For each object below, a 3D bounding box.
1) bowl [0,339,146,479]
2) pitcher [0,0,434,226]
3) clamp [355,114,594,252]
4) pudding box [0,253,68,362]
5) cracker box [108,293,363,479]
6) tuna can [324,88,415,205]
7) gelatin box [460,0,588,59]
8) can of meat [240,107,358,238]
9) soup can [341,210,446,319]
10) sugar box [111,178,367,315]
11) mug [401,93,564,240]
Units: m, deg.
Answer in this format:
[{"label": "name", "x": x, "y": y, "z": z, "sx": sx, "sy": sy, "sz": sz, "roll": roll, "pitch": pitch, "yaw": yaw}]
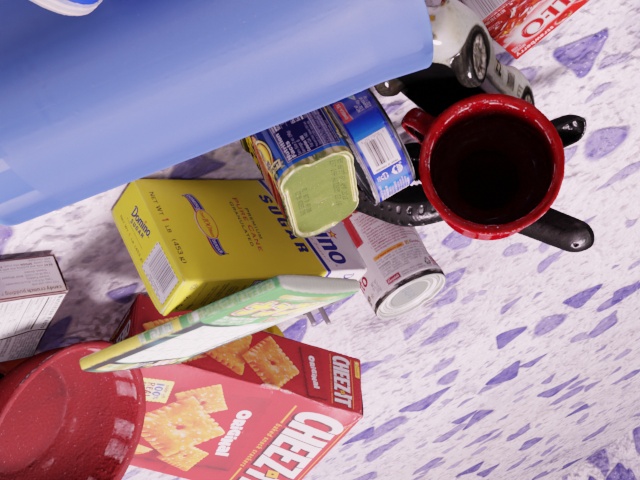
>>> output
[{"label": "bowl", "x": -0.207, "y": 0.143, "z": 0.806, "sx": 0.161, "sy": 0.055, "sz": 0.162, "roll": -33, "pitch": 133, "yaw": -45}, {"label": "pitcher", "x": -0.075, "y": -0.103, "z": 0.550, "sx": 0.243, "sy": 0.145, "sz": 0.149, "roll": -24, "pitch": 142, "yaw": -1}, {"label": "clamp", "x": 0.112, "y": -0.051, "z": 0.835, "sx": 0.210, "sy": 0.164, "sz": 0.036, "roll": 3, "pitch": 127, "yaw": 18}, {"label": "pudding box", "x": -0.245, "y": 0.053, "z": 0.751, "sx": 0.113, "sy": 0.039, "sz": 0.090, "roll": -9, "pitch": 148, "yaw": -40}, {"label": "cracker box", "x": -0.094, "y": 0.146, "z": 0.940, "sx": 0.213, "sy": 0.072, "sz": 0.164, "roll": 20, "pitch": 133, "yaw": -21}, {"label": "tuna can", "x": 0.032, "y": -0.070, "z": 0.749, "sx": 0.033, "sy": 0.086, "sz": 0.086, "roll": -30, "pitch": 155, "yaw": -2}, {"label": "gelatin box", "x": 0.152, "y": -0.174, "z": 0.743, "sx": 0.089, "sy": 0.030, "sz": 0.073, "roll": -38, "pitch": 153, "yaw": 19}, {"label": "can of meat", "x": -0.016, "y": -0.061, "z": 0.718, "sx": 0.057, "sy": 0.084, "sz": 0.102, "roll": -26, "pitch": 155, "yaw": -6}, {"label": "soup can", "x": 0.052, "y": 0.006, "z": 0.890, "sx": 0.068, "sy": 0.102, "sz": 0.068, "roll": -23, "pitch": 154, "yaw": -12}, {"label": "sugar box", "x": -0.055, "y": 0.001, "z": 0.783, "sx": 0.175, "sy": 0.093, "sz": 0.048, "roll": -5, "pitch": 146, "yaw": -42}, {"label": "mug", "x": 0.104, "y": -0.051, "z": 0.725, "sx": 0.093, "sy": 0.117, "sz": 0.081, "roll": -57, "pitch": 170, "yaw": -2}]
